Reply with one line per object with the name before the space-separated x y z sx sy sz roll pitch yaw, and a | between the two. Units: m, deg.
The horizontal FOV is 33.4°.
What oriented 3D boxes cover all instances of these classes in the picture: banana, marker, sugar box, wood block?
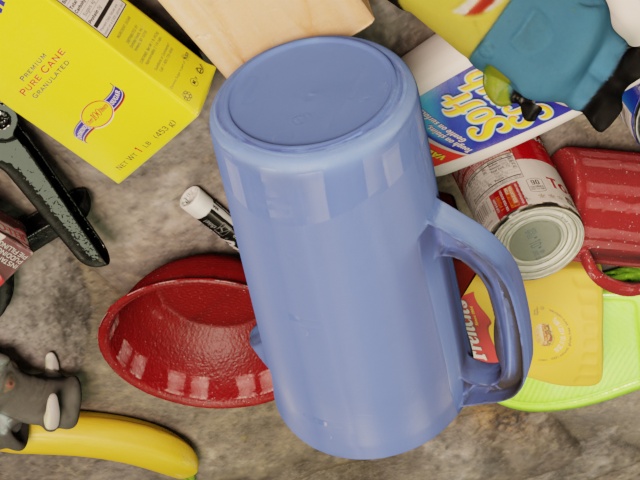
banana | -0.178 0.174 0.895 0.197 0.037 0.070 20 124 -27
marker | -0.055 0.001 0.777 0.020 0.020 0.121 -35 129 19
sugar box | -0.154 -0.112 0.584 0.176 0.048 0.094 34 138 -23
wood block | -0.067 -0.186 0.558 0.090 0.091 0.206 -30 131 15

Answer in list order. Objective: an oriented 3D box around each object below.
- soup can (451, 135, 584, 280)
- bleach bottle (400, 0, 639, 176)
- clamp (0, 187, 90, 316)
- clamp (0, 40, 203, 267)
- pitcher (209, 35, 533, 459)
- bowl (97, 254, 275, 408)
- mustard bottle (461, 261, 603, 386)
soup can | 0.132 -0.030 0.731 0.068 0.102 0.068 -6 132 -7
bleach bottle | 0.097 -0.090 0.697 0.251 0.068 0.102 -31 124 19
clamp | -0.233 0.012 0.739 0.120 0.039 0.172 15 124 -17
clamp | -0.195 -0.071 0.660 0.209 0.036 0.165 13 113 -20
pitcher | 0.025 0.009 0.614 0.149 0.145 0.243 -23 136 -9
bowl | -0.079 0.059 0.788 0.162 0.055 0.162 1 139 1
mustard bottle | 0.118 0.061 0.819 0.192 0.058 0.096 0 110 14
